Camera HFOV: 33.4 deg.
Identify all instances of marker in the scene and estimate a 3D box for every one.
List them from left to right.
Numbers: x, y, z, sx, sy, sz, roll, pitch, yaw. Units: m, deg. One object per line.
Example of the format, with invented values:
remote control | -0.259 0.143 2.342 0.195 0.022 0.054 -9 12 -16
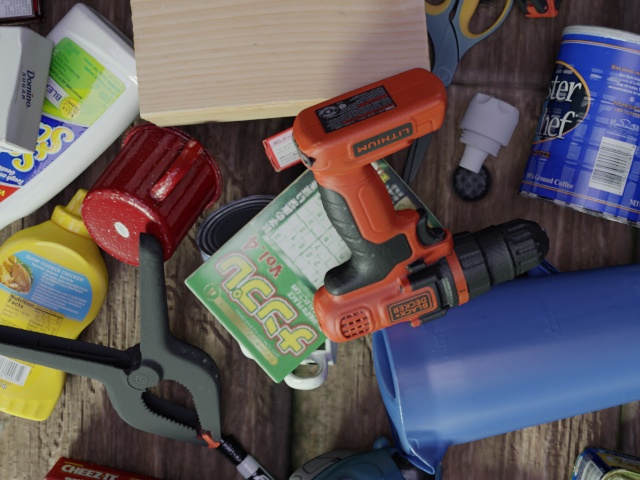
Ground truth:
marker | -0.046 0.213 0.924 0.020 0.020 0.121 -43 94 3

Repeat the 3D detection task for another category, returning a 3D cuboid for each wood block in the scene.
wood block | -0.027 -0.140 0.787 0.206 0.090 0.091 -5 91 2

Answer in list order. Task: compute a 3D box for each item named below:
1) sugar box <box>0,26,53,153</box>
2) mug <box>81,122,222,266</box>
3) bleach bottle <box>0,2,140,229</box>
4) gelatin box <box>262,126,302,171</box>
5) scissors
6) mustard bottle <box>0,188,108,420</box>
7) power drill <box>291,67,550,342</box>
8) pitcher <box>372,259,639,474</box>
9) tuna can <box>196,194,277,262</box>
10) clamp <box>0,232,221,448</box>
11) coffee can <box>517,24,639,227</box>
sugar box | -0.302 -0.122 0.842 0.176 0.048 0.093 5 83 23
mug | -0.129 -0.038 0.841 0.093 0.081 0.117 42 137 -14
bleach bottle | -0.240 -0.069 0.876 0.102 0.068 0.251 42 96 0
gelatin box | -0.001 -0.086 0.869 0.089 0.073 0.030 -26 95 2
scissors | 0.089 -0.154 0.893 0.096 0.016 0.202 33 94 -2
mustard bottle | -0.231 0.047 0.887 0.096 0.058 0.192 25 95 -10
power drill | 0.068 -0.024 0.758 0.184 0.057 0.187 -21 125 -4
pitcher | 0.163 0.080 0.868 0.242 0.145 0.149 -10 107 -3
tuna can | -0.056 0.001 0.870 0.086 0.086 0.034 -15 126 1
clamp | -0.155 0.102 0.865 0.165 0.036 0.210 -24 123 12
coffee can | 0.227 -0.091 0.856 0.103 0.103 0.140 15 95 -2
